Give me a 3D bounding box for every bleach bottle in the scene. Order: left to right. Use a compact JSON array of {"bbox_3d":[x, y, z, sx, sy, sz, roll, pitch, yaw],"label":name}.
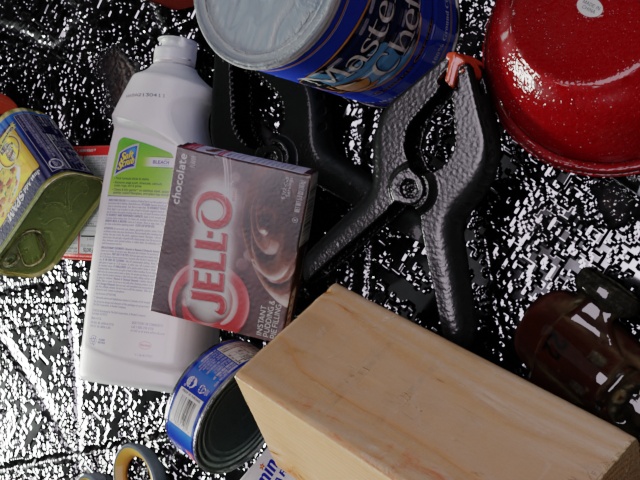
[{"bbox_3d":[-0.109,-0.021,0.763,0.103,0.068,0.251,4,85,22],"label":"bleach bottle"}]

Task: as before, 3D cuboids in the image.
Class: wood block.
[{"bbox_3d":[0.062,0.116,0.580,0.090,0.091,0.206,-42,44,-23],"label":"wood block"}]

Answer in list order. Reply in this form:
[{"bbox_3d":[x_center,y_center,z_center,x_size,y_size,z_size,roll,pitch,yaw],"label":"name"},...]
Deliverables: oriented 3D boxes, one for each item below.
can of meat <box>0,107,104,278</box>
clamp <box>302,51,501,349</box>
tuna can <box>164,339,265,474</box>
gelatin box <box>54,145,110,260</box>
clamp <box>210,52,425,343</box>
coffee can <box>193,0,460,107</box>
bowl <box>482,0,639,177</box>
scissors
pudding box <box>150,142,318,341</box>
[{"bbox_3d":[-0.222,-0.037,0.806,0.102,0.057,0.084,-51,60,19],"label":"can of meat"},{"bbox_3d":[0.066,-0.021,0.627,0.120,0.039,0.172,32,112,19],"label":"clamp"},{"bbox_3d":[-0.061,0.109,0.708,0.034,0.086,0.086,30,103,33],"label":"tuna can"},{"bbox_3d":[-0.174,-0.028,0.827,0.073,0.030,0.089,1,88,33],"label":"gelatin box"},{"bbox_3d":[-0.029,-0.044,0.725,0.165,0.036,0.210,-37,71,26],"label":"clamp"},{"bbox_3d":[0.007,-0.141,0.644,0.103,0.140,0.103,-3,85,34],"label":"coffee can"},{"bbox_3d":[0.155,-0.118,0.579,0.162,0.055,0.162,-7,76,29],"label":"bowl"},{"bbox_3d":[-0.111,0.229,0.775,0.202,0.016,0.096,39,108,30],"label":"scissors"},{"bbox_3d":[-0.054,0.001,0.684,0.090,0.039,0.113,13,100,10],"label":"pudding box"}]
